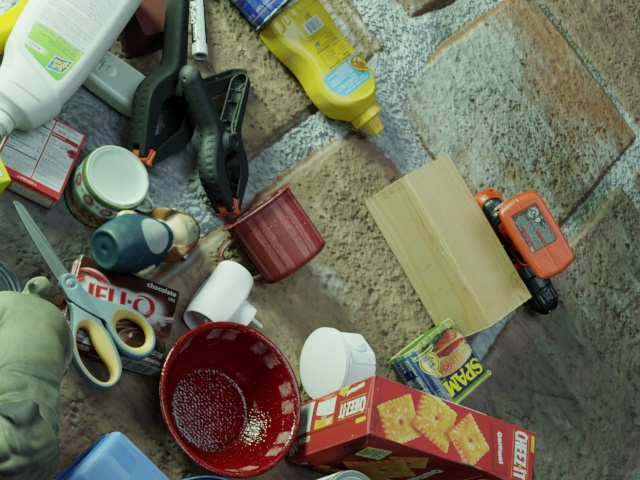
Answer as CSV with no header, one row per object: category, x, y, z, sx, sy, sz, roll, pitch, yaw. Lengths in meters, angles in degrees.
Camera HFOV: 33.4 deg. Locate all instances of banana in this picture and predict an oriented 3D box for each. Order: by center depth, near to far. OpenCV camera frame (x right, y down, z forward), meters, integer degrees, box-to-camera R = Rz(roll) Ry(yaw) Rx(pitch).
banana,-0.333,-0.234,1.129,0.069,0.037,0.197,31,51,2

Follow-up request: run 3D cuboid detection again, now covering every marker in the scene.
marker,-0.148,-0.274,1.285,0.020,0.020,0.121,9,64,-32

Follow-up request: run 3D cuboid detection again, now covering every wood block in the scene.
wood block,0.157,0.011,1.323,0.090,0.090,0.206,-28,87,-40

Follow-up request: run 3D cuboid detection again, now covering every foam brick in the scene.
foam brick,-0.205,-0.257,1.215,0.051,0.053,0.078,-22,83,-40

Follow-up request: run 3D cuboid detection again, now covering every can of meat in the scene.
can of meat,0.142,0.151,1.270,0.101,0.058,0.084,-32,87,-40

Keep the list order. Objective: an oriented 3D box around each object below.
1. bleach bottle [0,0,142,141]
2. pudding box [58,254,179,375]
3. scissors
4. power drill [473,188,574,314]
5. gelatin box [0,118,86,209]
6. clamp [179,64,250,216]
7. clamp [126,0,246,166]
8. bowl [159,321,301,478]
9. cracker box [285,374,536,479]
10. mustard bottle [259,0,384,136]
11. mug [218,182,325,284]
bleach bottle,-0.275,-0.206,1.093,0.102,0.068,0.250,33,62,-8
pudding box,-0.205,0.077,1.070,0.113,0.039,0.090,24,57,-24
scissors,-0.224,0.046,1.036,0.096,0.016,0.202,-12,76,-37
power drill,0.259,0.012,1.343,0.057,0.188,0.184,-32,88,-5
gelatin box,-0.290,-0.087,1.092,0.073,0.030,0.089,28,55,-20
clamp,-0.116,-0.115,1.188,0.120,0.039,0.171,8,76,-54
clamp,-0.154,-0.165,1.198,0.164,0.036,0.210,46,57,-51
bowl,-0.101,0.167,1.091,0.161,0.055,0.162,15,61,-29
cracker box,0.094,0.221,1.132,0.213,0.164,0.072,24,59,-24
mustard bottle,0.015,-0.211,1.345,0.191,0.058,0.096,51,49,-5
mug,-0.058,0.001,1.185,0.117,0.093,0.081,-36,98,-10
